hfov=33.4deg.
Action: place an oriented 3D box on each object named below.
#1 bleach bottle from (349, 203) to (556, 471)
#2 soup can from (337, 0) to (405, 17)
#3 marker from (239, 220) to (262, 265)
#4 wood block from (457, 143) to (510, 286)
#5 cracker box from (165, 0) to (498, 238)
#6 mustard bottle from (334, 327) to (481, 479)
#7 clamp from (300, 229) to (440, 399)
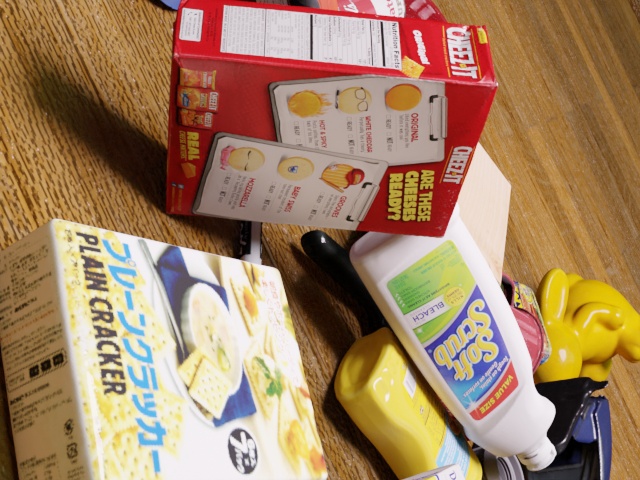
[{"bbox_3d":[0.130,0.087,0.895,0.250,0.102,0.068,55,7,-15],"label":"bleach bottle"},{"bbox_3d":[0.032,-0.229,1.097,0.102,0.069,0.068,-31,95,-42],"label":"soup can"},{"bbox_3d":[-0.056,0.001,0.854,0.020,0.020,0.121,38,39,-39],"label":"marker"},{"bbox_3d":[0.116,-0.020,1.014,0.090,0.090,0.206,51,27,-16],"label":"wood block"},{"bbox_3d":[0.000,-0.084,0.760,0.213,0.164,0.072,4,52,-6],"label":"cracker box"},{"bbox_3d":[0.087,0.172,0.911,0.191,0.058,0.096,54,24,-17],"label":"mustard bottle"},{"bbox_3d":[0.067,0.052,0.997,0.210,0.036,0.164,57,28,-10],"label":"clamp"}]
